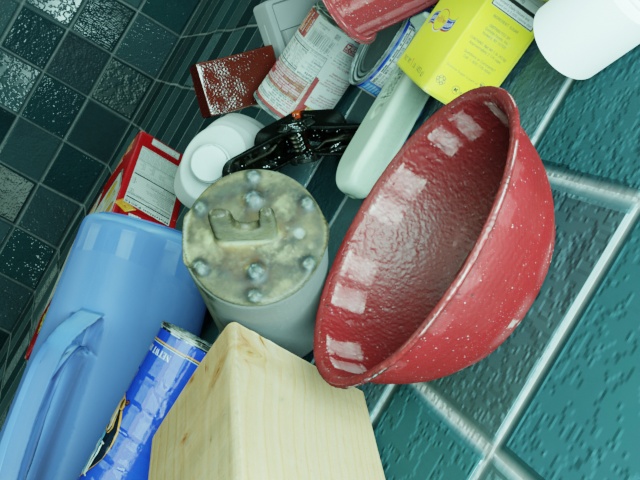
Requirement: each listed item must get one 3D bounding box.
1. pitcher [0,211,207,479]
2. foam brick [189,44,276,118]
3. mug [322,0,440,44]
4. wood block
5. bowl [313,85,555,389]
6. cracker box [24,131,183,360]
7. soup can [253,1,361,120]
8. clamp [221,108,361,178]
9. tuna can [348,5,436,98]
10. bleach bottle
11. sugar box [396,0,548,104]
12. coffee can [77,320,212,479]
[{"bbox_3d":[-0.162,0.105,0.788,0.149,0.144,0.243,0,72,62],"label":"pitcher"},{"bbox_3d":[-0.081,-0.152,1.024,0.051,0.078,0.053,-164,59,-73],"label":"foam brick"},{"bbox_3d":[0.048,-0.203,0.735,0.082,0.093,0.117,-20,53,28],"label":"mug"},{"bbox_3d":[-0.026,0.137,0.495,0.090,0.090,0.206,-56,17,16],"label":"wood block"},{"bbox_3d":[0.062,0.008,0.514,0.162,0.055,0.162,-52,18,25],"label":"bowl"},{"bbox_3d":[-0.200,0.013,1.042,0.164,0.072,0.213,-53,18,25],"label":"cracker box"},{"bbox_3d":[-0.005,-0.155,0.963,0.102,0.068,0.068,-54,17,19],"label":"soup can"},{"bbox_3d":[-0.025,-0.077,0.859,0.171,0.120,0.039,-129,29,-76],"label":"clamp"},{"bbox_3d":[0.059,-0.150,0.826,0.086,0.033,0.086,-52,18,25],"label":"tuna can"},{"bbox_3d":[-0.087,-0.073,0.966,0.102,0.068,0.251,-61,2,1],"label":"bleach bottle"},{"bbox_3d":[0.119,-0.164,0.653,0.176,0.048,0.093,-58,16,13],"label":"sugar box"},{"bbox_3d":[-0.085,0.135,0.653,0.140,0.102,0.103,-62,16,-6],"label":"coffee can"}]
